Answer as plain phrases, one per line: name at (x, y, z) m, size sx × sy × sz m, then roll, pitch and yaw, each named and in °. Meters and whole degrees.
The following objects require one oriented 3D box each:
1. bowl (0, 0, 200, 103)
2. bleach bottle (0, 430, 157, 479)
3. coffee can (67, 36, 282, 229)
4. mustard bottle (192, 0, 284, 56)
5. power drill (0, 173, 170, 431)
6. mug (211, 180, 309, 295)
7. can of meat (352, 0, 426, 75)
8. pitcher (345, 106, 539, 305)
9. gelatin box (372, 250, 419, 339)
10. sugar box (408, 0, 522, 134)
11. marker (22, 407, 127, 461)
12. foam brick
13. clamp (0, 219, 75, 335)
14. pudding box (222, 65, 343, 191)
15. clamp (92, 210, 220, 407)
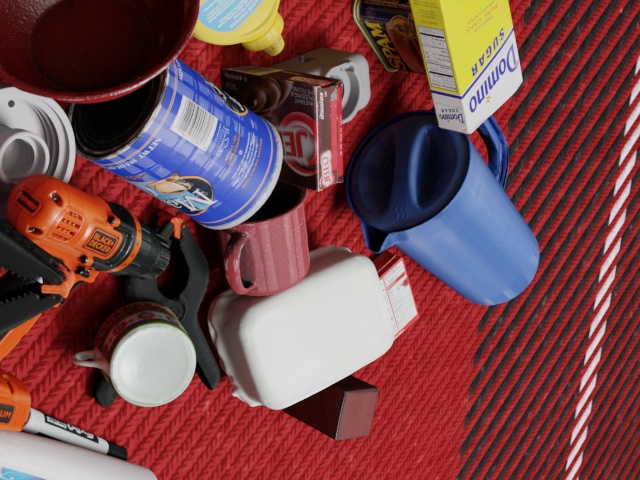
bowl at (-0.164, -0.154, 0.747) m, size 0.162 × 0.162 × 0.055 m, roll -50°, pitch 167°, yaw -21°
bleach bottle at (-0.243, 0.197, 0.830) m, size 0.250 × 0.068 × 0.102 m, roll 30°, pitch 102°, yaw -43°
coffee can at (-0.112, -0.081, 0.838) m, size 0.140 × 0.103 × 0.103 m, roll 32°, pitch 81°, yaw -48°
mustard bottle at (-0.084, -0.214, 0.850) m, size 0.096 × 0.058 × 0.191 m, roll -51°, pitch 135°, yaw -7°
power drill at (-0.203, 0.049, 0.791) m, size 0.187 × 0.057 × 0.184 m, roll -56°, pitch 154°, yaw -1°
mug at (-0.056, 0.001, 0.930) m, size 0.117 × 0.093 × 0.081 m, roll -66°, pitch 154°, yaw -53°
can of meat at (0.092, -0.203, 1.023) m, size 0.057 × 0.084 × 0.102 m, roll -56°, pitch 136°, yaw -16°
pitcher at (0.144, -0.032, 1.112) m, size 0.242 × 0.149 × 0.145 m, roll 39°, pitch 32°, yaw -50°
gelatin box at (0.063, 0.067, 1.134) m, size 0.073 × 0.030 × 0.089 m, roll -40°, pitch 130°, yaw -28°
sugar box at (0.131, -0.195, 0.968) m, size 0.093 × 0.048 × 0.176 m, roll -43°, pitch 131°, yaw -27°
marker at (-0.205, 0.166, 0.893) m, size 0.121 × 0.020 × 0.020 m, roll 38°, pitch 76°, yaw -47°
foam brick at (0.010, 0.162, 1.077) m, size 0.052 × 0.078 × 0.051 m, roll 2°, pitch 104°, yaw -45°
clamp at (-0.266, 0.011, 0.682) m, size 0.210 × 0.036 × 0.164 m, roll -2°, pitch 107°, yaw -3°
pudding box at (-0.032, -0.098, 0.908) m, size 0.039 × 0.114 × 0.090 m, roll -20°, pitch 118°, yaw -41°
clamp at (-0.127, 0.062, 0.921) m, size 0.120 × 0.039 × 0.171 m, roll 5°, pitch 103°, yaw -45°
